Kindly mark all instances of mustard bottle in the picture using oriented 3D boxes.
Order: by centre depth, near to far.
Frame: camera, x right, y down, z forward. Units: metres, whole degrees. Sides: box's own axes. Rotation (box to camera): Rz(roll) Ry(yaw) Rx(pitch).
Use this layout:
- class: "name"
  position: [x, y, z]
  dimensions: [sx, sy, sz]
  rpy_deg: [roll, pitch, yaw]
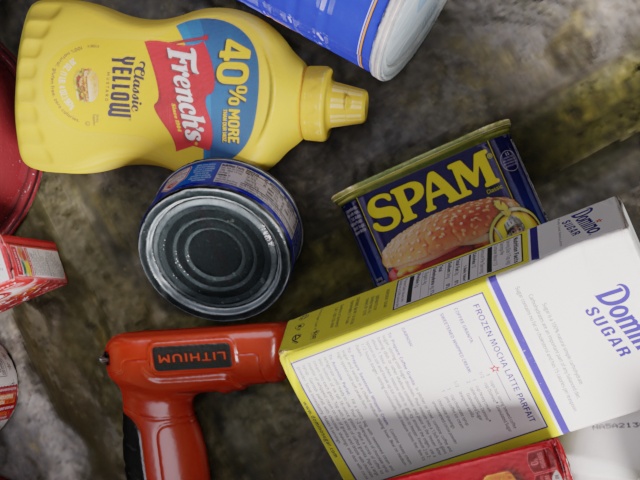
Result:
- class: "mustard bottle"
  position: [-0.069, -0.080, 0.591]
  dimensions: [0.192, 0.058, 0.096]
  rpy_deg: [5, 92, 9]

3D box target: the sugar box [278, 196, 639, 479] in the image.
- class: "sugar box"
  position: [0.077, 0.055, 0.515]
  dimensions: [0.176, 0.048, 0.093]
  rpy_deg: [-22, 109, 16]

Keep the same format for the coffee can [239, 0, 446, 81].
- class: "coffee can"
  position: [-0.002, -0.162, 0.563]
  dimensions: [0.140, 0.102, 0.103]
  rpy_deg: [30, 91, 10]

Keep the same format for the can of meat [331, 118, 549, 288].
- class: "can of meat"
  position: [0.069, -0.004, 0.565]
  dimensions: [0.102, 0.057, 0.084]
  rpy_deg: [-24, 86, 7]

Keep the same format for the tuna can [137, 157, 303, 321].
- class: "tuna can"
  position: [-0.054, 0.001, 0.574]
  dimensions: [0.086, 0.033, 0.086]
  rpy_deg: [5, 121, 7]

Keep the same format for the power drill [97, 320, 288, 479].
- class: "power drill"
  position: [-0.044, 0.138, 0.572]
  dimensions: [0.184, 0.057, 0.187]
  rpy_deg: [-3, 85, 8]

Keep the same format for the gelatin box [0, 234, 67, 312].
- class: "gelatin box"
  position: [-0.198, 0.026, 0.596]
  dimensions: [0.089, 0.073, 0.030]
  rpy_deg: [-21, 83, 7]
